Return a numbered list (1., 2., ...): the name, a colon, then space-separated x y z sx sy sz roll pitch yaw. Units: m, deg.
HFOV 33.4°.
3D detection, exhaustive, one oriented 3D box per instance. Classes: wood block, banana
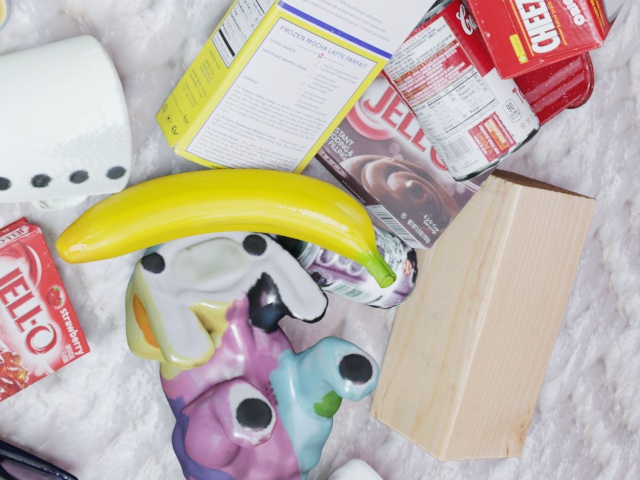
1. wood block: 0.120 0.051 0.806 0.090 0.090 0.206 6 103 -39
2. banana: -0.052 -0.013 0.625 0.197 0.069 0.037 4 137 -11

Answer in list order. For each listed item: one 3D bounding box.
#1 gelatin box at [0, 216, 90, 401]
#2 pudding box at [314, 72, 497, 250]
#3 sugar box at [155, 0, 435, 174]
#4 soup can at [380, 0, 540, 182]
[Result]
1. gelatin box: -0.181 0.042 0.608 0.073 0.030 0.089 -30 123 -26
2. pudding box: 0.056 -0.062 0.723 0.113 0.039 0.090 44 77 -15
3. sugar box: -0.011 -0.114 0.627 0.093 0.048 0.176 17 120 -41
4. soup can: 0.085 -0.097 0.677 0.068 0.069 0.102 -39 100 -21
